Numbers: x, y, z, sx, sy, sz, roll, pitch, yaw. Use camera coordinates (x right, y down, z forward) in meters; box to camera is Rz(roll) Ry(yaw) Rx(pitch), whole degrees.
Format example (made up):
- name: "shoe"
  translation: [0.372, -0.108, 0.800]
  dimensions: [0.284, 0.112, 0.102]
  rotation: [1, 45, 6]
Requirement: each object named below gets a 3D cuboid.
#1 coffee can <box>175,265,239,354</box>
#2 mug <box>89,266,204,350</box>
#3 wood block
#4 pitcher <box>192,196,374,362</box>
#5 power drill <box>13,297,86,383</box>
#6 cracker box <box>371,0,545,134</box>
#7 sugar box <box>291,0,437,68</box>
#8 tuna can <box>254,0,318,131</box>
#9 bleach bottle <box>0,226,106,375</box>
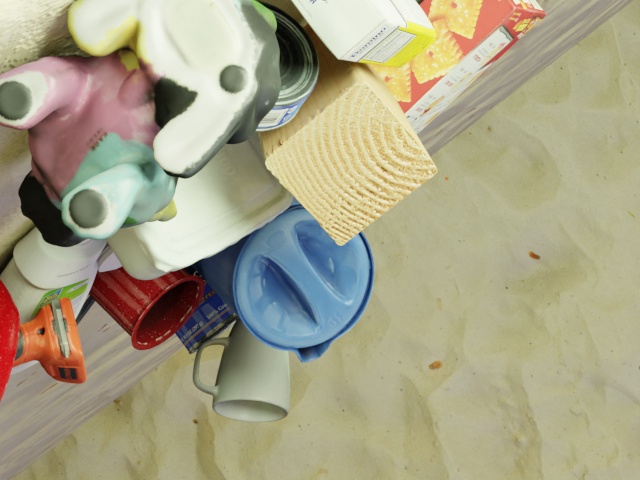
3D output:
- name: "coffee can"
  translation: [-0.149, 0.043, 1.210]
  dimensions: [0.103, 0.140, 0.103]
  rotation: [-37, 175, -4]
- name: "mug"
  translation: [-0.173, 0.051, 1.051]
  dimensions: [0.093, 0.081, 0.117]
  rotation: [-44, 159, -15]
- name: "wood block"
  translation: [0.009, -0.094, 0.822]
  dimensions: [0.091, 0.090, 0.206]
  rotation: [-38, -156, 11]
- name: "pitcher"
  translation: [-0.057, 0.001, 1.032]
  dimensions: [0.149, 0.144, 0.243]
  rotation: [-58, -154, -2]
- name: "power drill"
  translation: [-0.293, 0.110, 0.891]
  dimensions: [0.187, 0.057, 0.185]
  rotation: [-13, 163, -16]
- name: "cracker box"
  translation: [0.100, -0.166, 1.009]
  dimensions: [0.214, 0.072, 0.164]
  rotation: [-42, 174, 23]
- name: "sugar box"
  translation: [0.022, -0.165, 0.721]
  dimensions: [0.048, 0.093, 0.176]
  rotation: [-39, 175, 20]
- name: "tuna can"
  translation: [-0.045, -0.118, 0.717]
  dimensions: [0.086, 0.086, 0.034]
  rotation: [-34, 173, -35]
- name: "bleach bottle"
  translation: [-0.239, 0.036, 0.942]
  dimensions: [0.102, 0.068, 0.251]
  rotation: [-32, 171, -40]
